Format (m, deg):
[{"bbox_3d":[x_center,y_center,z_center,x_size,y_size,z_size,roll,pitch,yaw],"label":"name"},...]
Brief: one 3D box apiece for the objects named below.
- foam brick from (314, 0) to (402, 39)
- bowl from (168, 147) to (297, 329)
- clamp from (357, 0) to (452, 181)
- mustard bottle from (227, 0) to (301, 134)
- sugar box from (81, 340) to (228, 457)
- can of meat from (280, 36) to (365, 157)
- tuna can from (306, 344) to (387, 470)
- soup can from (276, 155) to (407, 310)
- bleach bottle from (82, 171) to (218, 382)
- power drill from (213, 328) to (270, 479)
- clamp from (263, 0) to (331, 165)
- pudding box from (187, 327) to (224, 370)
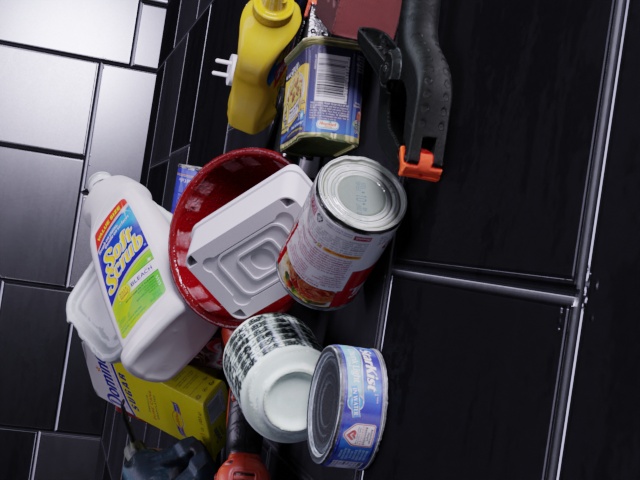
[{"bbox_3d":[0.031,-0.191,0.842,0.078,0.051,0.053,-115,36,-65],"label":"foam brick"},{"bbox_3d":[-0.056,0.001,0.956,0.055,0.162,0.162,15,-99,-60],"label":"bowl"},{"bbox_3d":[0.062,-0.122,0.710,0.120,0.039,0.171,109,156,-50],"label":"clamp"},{"bbox_3d":[-0.056,-0.197,1.098,0.192,0.058,0.096,108,-172,-62],"label":"mustard bottle"},{"bbox_3d":[-0.181,0.164,1.181,0.048,0.176,0.093,-48,-34,-39],"label":"sugar box"},{"bbox_3d":[0.001,-0.118,0.903,0.102,0.057,0.084,165,111,-75],"label":"can of meat"},{"bbox_3d":[0.017,0.116,0.747,0.086,0.033,0.086,-171,90,-75],"label":"tuna can"},{"bbox_3d":[0.014,-0.005,0.764,0.102,0.068,0.068,118,156,-51],"label":"soup can"},{"bbox_3d":[-0.188,0.020,1.068,0.103,0.068,0.251,-46,48,12],"label":"bleach bottle"},{"bbox_3d":[-0.070,0.178,0.987,0.184,0.057,0.187,108,165,-61],"label":"power drill"},{"bbox_3d":[-0.025,-0.126,1.035,0.164,0.036,0.210,-98,24,-64],"label":"clamp"},{"bbox_3d":[-0.102,0.103,1.098,0.114,0.090,0.039,131,147,-65],"label":"pudding box"}]
